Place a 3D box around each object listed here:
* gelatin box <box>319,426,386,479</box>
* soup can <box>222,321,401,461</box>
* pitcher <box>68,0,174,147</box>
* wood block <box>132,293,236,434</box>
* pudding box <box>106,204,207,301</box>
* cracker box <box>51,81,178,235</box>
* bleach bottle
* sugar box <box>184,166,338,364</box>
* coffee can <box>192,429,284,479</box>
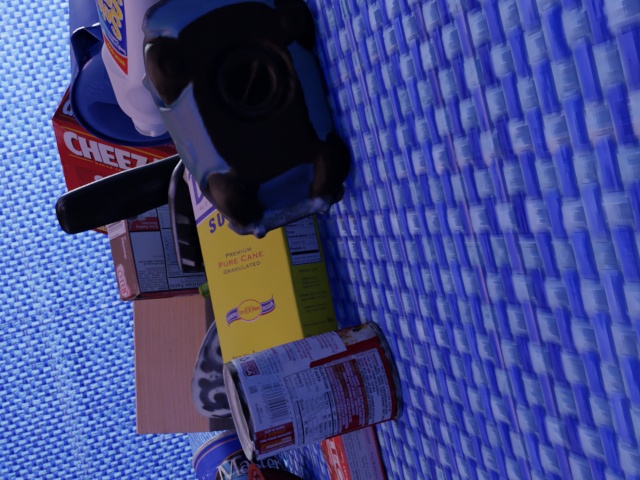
[{"bbox_3d":[0.020,0.153,0.805,0.073,0.030,0.089,175,80,-77],"label":"gelatin box"},{"bbox_3d":[-0.006,0.099,0.698,0.068,0.102,0.068,165,90,-77],"label":"soup can"},{"bbox_3d":[-0.162,-0.210,0.978,0.149,0.145,0.243,103,158,-54],"label":"pitcher"},{"bbox_3d":[-0.145,0.105,1.168,0.090,0.091,0.206,19,-113,-70],"label":"wood block"},{"bbox_3d":[-0.168,0.003,1.089,0.039,0.089,0.113,-20,77,44],"label":"pudding box"},{"bbox_3d":[-0.202,-0.072,1.195,0.214,0.164,0.072,98,-170,-59],"label":"cracker box"},{"bbox_3d":[-0.118,-0.156,0.724,0.103,0.068,0.251,55,157,27],"label":"bleach bottle"},{"bbox_3d":[-0.045,0.001,0.779,0.094,0.048,0.176,-18,85,43],"label":"sugar box"},{"bbox_3d":[-0.083,0.304,1.248,0.103,0.102,0.140,91,160,-50],"label":"coffee can"}]
